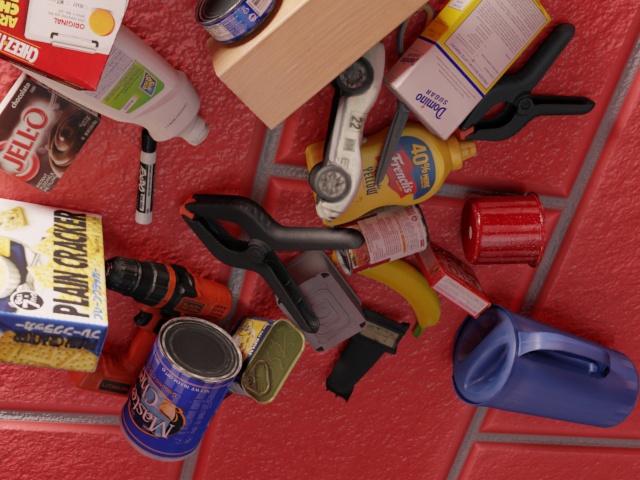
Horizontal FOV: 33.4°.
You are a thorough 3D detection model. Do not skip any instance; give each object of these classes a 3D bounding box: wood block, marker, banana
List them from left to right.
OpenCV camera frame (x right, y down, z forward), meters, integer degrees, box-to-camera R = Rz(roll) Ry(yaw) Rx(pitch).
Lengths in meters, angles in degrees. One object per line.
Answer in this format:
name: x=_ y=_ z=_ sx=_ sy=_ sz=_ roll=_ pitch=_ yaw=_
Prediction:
marker: x=-0.193 y=-0.073 z=1.188 sx=0.020 sy=0.020 sz=0.121 roll=1 pitch=124 yaw=-14
wood block: x=-0.007 y=-0.223 z=1.084 sx=0.206 sy=0.090 sz=0.090 roll=-38 pitch=124 yaw=13
banana: x=0.096 y=0.058 z=1.337 sx=0.070 sy=0.037 sz=0.197 roll=-37 pitch=124 yaw=13

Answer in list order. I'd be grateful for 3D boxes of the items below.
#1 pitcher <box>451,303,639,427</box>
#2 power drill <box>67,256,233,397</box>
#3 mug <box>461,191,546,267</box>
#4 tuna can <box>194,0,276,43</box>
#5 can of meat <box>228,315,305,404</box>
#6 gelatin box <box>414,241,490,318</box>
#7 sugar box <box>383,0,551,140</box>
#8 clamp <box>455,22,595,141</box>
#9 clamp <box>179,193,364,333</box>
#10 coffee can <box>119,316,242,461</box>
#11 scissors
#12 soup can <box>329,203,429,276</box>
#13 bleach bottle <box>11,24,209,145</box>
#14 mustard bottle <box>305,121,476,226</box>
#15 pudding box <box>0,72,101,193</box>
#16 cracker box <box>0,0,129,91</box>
pitcher: x=0.308 y=0.172 z=1.408 sx=0.242 sy=0.149 sz=0.145 roll=17 pitch=108 yaw=-27
power drill: x=-0.219 y=0.102 z=1.261 sx=0.184 sy=0.057 sz=0.188 roll=21 pitch=121 yaw=-42
mug: x=0.217 y=-0.008 z=1.297 sx=0.081 sy=0.093 sz=0.117 roll=-2 pitch=161 yaw=-7
tuna can: x=-0.082 y=-0.237 z=1.058 sx=0.086 sy=0.086 sz=0.033 roll=-38 pitch=126 yaw=14
can of meat: x=-0.080 y=0.142 z=1.295 sx=0.057 sy=0.084 sz=0.102 roll=45 pitch=66 yaw=-31
gelatin box: x=0.164 y=0.047 z=1.323 sx=0.089 sy=0.073 sz=0.030 roll=32 pitch=112 yaw=-30
sugar box: x=0.156 y=-0.204 z=1.138 sx=0.176 sy=0.048 sz=0.093 roll=-47 pitch=122 yaw=3
clamp: x=0.228 y=-0.171 z=1.207 sx=0.171 sy=0.039 sz=0.120 roll=-22 pitch=120 yaw=-7
clamp: x=-0.058 y=0.001 z=1.203 sx=0.210 sy=0.036 sz=0.165 roll=34 pitch=130 yaw=-1
coffee can: x=-0.164 y=0.174 z=1.247 sx=0.102 sy=0.103 sz=0.140 roll=15 pitch=124 yaw=-22
scissors: x=0.113 y=-0.159 z=1.173 sx=0.096 sy=0.016 sz=0.202 roll=-2 pitch=110 yaw=-22
soup can: x=0.069 y=-0.006 z=1.260 sx=0.102 sy=0.068 sz=0.068 roll=-18 pitch=127 yaw=-10
bleach bottle: x=-0.220 y=-0.170 z=1.088 sx=0.103 sy=0.068 sz=0.250 roll=-44 pitch=125 yaw=15
mustard bottle: x=0.085 y=-0.084 z=1.221 sx=0.191 sy=0.058 sz=0.096 roll=-14 pitch=113 yaw=-4
pudding box: x=-0.297 y=-0.115 z=1.121 sx=0.090 sy=0.039 sz=0.114 roll=29 pitch=114 yaw=-28
cracker box: x=-0.246 y=-0.262 z=0.957 sx=0.164 sy=0.072 sz=0.214 roll=21 pitch=88 yaw=-25
